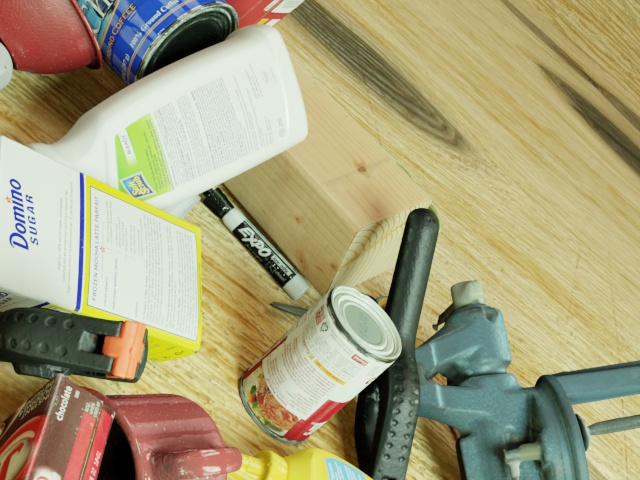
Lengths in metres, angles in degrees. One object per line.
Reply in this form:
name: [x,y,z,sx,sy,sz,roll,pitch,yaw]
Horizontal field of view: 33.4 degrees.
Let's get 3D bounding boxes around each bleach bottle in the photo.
bleach bottle: [-0.124,-0.073,0.762,0.250,0.068,0.102,-28,107,-37]

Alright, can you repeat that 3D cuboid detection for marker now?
marker: [-0.056,0.001,0.900,0.121,0.020,0.020,47,26,4]

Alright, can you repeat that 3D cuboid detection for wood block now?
wood block: [-0.016,-0.063,0.916,0.090,0.090,0.206,-23,61,-38]

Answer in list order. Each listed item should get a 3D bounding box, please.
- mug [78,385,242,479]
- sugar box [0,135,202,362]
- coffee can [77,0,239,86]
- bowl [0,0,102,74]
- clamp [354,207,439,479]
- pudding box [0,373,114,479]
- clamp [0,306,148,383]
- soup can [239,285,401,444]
mug: [-0.094,0.120,0.563,0.081,0.117,0.093,10,67,-57]
sugar box: [-0.145,0.012,0.659,0.176,0.048,0.093,26,53,-49]
coffee can: [-0.147,-0.190,0.841,0.140,0.103,0.102,46,25,15]
bowl: [-0.237,-0.182,0.808,0.162,0.055,0.162,46,-15,16]
clamp: [0.053,0.089,0.799,0.036,0.165,0.210,10,53,-11]
pudding box: [-0.145,0.125,0.474,0.039,0.114,0.090,39,26,-21]
clamp: [-0.140,0.057,0.567,0.120,0.172,0.039,16,81,-50]
soup can: [0.000,0.088,0.757,0.068,0.102,0.068,35,27,-21]
